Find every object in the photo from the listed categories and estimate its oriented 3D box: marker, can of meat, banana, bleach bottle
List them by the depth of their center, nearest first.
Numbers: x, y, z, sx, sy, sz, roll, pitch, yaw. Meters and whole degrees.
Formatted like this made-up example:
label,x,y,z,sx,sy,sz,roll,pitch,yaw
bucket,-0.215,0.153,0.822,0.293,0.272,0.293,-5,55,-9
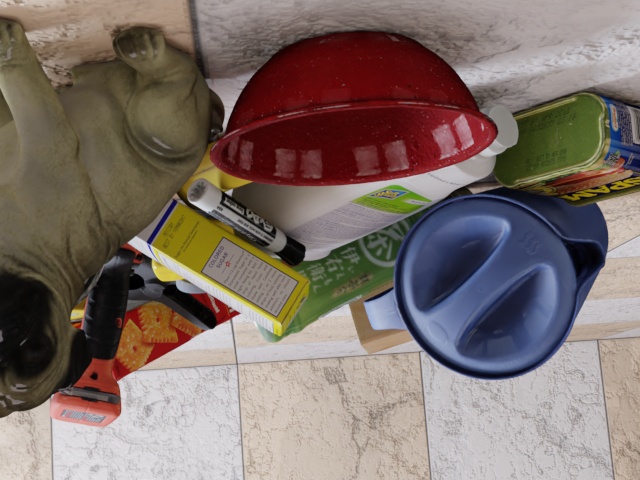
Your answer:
label,x,y,z,sx,sy,sz,roll,pitch,yaw
can of meat,0.181,-0.063,0.742,0.083,0.057,0.102,7,165,-40
banana,-0.050,-0.054,0.753,0.069,0.037,0.198,-3,171,-39
marker,-0.049,-0.011,0.764,0.020,0.020,0.121,-11,151,34
bleach bottle,0.043,-0.044,0.776,0.102,0.068,0.251,6,164,-40

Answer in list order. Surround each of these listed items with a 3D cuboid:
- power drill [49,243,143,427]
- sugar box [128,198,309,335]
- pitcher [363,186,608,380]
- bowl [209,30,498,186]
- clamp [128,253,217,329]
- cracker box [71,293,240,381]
label,x,y,z,sx,sy,sz,roll,pitch,yaw
power drill,-0.192,0.065,0.934,0.057,0.187,0.185,10,163,-13
sugar box,-0.093,0.007,0.806,0.176,0.048,0.093,33,170,4
pitcher,0.148,0.018,0.851,0.149,0.145,0.242,28,-161,17
bowl,0.017,-0.076,0.604,0.162,0.055,0.162,-4,170,-1
clamp,-0.170,0.047,1.127,0.171,0.039,0.120,11,133,-8
cracker box,-0.216,0.101,1.238,0.164,0.072,0.213,-13,-171,42
